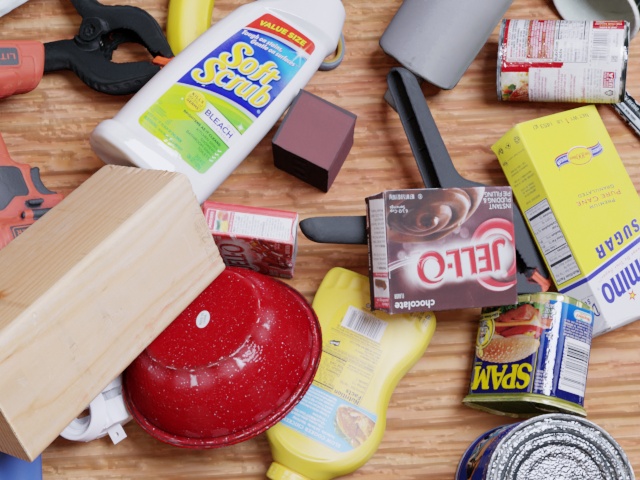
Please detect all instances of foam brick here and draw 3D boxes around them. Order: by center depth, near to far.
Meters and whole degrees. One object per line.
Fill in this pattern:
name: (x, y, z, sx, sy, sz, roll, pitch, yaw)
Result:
foam brick: (-0.005, -0.080, 0.866, 0.053, 0.078, 0.051, 26, 80, 5)

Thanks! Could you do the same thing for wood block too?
wood block: (-0.173, 0.042, 0.742, 0.091, 0.090, 0.205, 8, 41, 38)

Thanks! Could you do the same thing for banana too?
banana: (-0.095, -0.198, 0.908, 0.069, 0.037, 0.198, 3, 84, -7)

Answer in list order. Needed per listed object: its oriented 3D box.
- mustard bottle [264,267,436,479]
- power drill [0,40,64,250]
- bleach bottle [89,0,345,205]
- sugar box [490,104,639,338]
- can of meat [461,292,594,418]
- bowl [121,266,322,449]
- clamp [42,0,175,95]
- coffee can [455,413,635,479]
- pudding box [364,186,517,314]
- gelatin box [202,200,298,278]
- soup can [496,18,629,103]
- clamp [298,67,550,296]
mustard bottle: (0.009, 0.124, 0.829, 0.096, 0.058, 0.191, 25, 78, 12)
power drill: (-0.228, -0.062, 0.828, 0.184, 0.057, 0.188, -10, 75, -45)
bleach bottle: (-0.065, -0.139, 0.854, 0.102, 0.068, 0.250, 42, 71, -11)
sugar box: (0.215, -0.016, 0.857, 0.093, 0.048, 0.176, -17, 75, -30)
can of meat: (0.161, 0.089, 0.819, 0.057, 0.102, 0.084, 19, 73, -26)
bowl: (-0.082, 0.074, 0.803, 0.162, 0.055, 0.162, -9, 49, 10)
clamp: (-0.197, -0.161, 0.891, 0.172, 0.039, 0.120, 31, 86, 21)
coffee can: (0.158, 0.182, 0.777, 0.103, 0.140, 0.103, 0, 77, -1)
pudding box: (0.091, 0.007, 0.796, 0.113, 0.039, 0.090, -3, 89, -22)
gelatin box: (-0.055, 0.001, 0.840, 0.073, 0.089, 0.030, 8, 71, 1)
soup can: (0.199, -0.148, 0.877, 0.102, 0.068, 0.068, 4, 77, 15)
clamp: (0.091, -0.013, 0.839, 0.210, 0.036, 0.164, 42, 67, -11)
